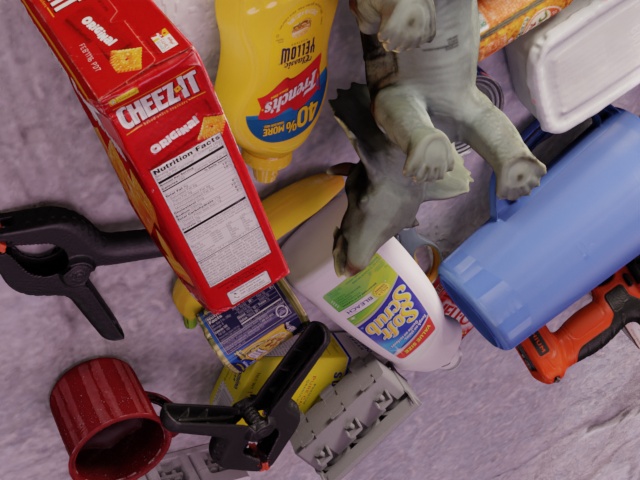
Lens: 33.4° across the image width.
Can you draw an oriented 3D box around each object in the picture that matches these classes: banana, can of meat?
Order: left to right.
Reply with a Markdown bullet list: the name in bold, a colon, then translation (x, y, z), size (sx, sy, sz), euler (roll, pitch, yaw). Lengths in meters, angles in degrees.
- **banana**: translation (-0.064, 0.003, 0.921), size (0.198, 0.037, 0.069), euler (-41, 168, 9)
- **can of meat**: translation (-0.059, 0.072, 0.948), size (0.084, 0.057, 0.102), euler (-34, 166, -4)

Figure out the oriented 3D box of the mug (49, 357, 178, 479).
- **mug**: translation (-0.178, 0.157, 0.945), size (0.117, 0.082, 0.093), euler (-2, 129, -34)

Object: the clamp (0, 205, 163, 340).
- **clamp**: translation (-0.194, 0.025, 0.844), size (0.171, 0.039, 0.120), euler (14, 114, -36)

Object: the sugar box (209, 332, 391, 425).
- **sugar box**: translation (-0.017, 0.139, 1.071), size (0.175, 0.048, 0.093), euler (4, 126, -36)

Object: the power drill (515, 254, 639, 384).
- **power drill**: translation (0.278, 0.050, 1.117), size (0.187, 0.184, 0.057), euler (-29, 173, -2)

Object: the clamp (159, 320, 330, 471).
- **clamp**: translation (-0.071, 0.166, 0.980), size (0.164, 0.036, 0.210), euler (-23, 149, -22)

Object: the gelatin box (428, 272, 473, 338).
- **gelatin box**: translation (0.130, 0.077, 1.129), size (0.073, 0.030, 0.089), euler (-49, 139, 13)

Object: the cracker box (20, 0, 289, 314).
- **cracker box**: translation (-0.112, -0.072, 0.714), size (0.072, 0.164, 0.213), euler (-32, 140, -10)

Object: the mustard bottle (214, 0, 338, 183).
- **mustard bottle**: translation (-0.036, -0.123, 0.801), size (0.096, 0.058, 0.192), euler (-28, 142, -34)

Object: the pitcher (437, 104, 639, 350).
- **pitcher**: translation (0.230, -0.015, 1.035), size (0.243, 0.149, 0.145), euler (-39, 151, -2)

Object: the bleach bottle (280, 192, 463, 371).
- **bleach bottle**: translation (0.071, 0.058, 1.019), size (0.103, 0.068, 0.250), euler (-39, 134, 12)

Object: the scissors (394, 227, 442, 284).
- **scissors**: translation (0.065, -0.005, 1.017), size (0.096, 0.016, 0.201), euler (-34, 139, -4)
